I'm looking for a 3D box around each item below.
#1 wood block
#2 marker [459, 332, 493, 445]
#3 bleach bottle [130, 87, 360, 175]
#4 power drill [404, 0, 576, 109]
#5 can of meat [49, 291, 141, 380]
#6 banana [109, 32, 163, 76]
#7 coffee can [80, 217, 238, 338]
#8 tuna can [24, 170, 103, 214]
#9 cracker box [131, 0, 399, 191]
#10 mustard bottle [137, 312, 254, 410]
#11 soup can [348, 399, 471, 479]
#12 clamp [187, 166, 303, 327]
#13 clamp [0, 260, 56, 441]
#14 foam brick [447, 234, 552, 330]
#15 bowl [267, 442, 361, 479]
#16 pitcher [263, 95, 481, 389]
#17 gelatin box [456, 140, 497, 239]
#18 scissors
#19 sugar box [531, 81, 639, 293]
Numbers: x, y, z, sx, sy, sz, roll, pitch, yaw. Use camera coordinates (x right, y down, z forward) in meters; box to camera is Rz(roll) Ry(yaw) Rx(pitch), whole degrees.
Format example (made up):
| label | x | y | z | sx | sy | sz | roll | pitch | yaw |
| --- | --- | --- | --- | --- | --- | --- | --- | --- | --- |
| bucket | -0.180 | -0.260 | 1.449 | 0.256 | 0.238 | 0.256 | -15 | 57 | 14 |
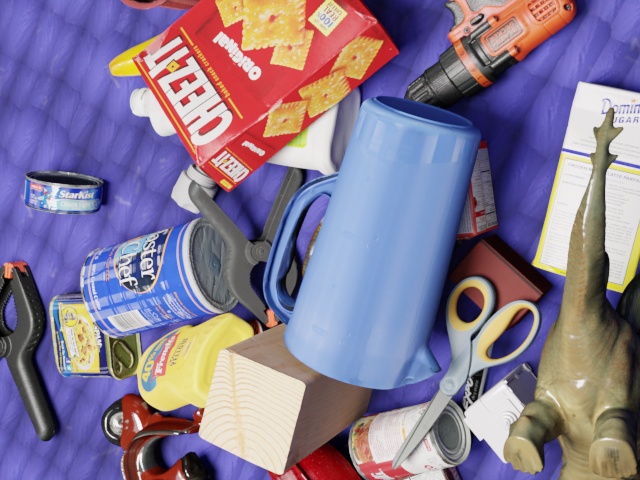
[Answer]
| label | x | y | z | sx | sy | sz | roll | pitch | yaw |
| --- | --- | --- | --- | --- | --- | --- | --- | --- | --- |
| wood block | -0.021 | 0.138 | 1.028 | 0.090 | 0.205 | 0.091 | 20 | 104 | 20 |
| marker | 0.151 | 0.151 | 1.055 | 0.020 | 0.020 | 0.121 | 15 | 102 | 22 |
| bleach bottle | -0.087 | -0.128 | 1.104 | 0.251 | 0.068 | 0.102 | 7 | 85 | 25 |
| power drill | 0.119 | -0.231 | 1.007 | 0.185 | 0.057 | 0.188 | -35 | 84 | 20 |
| can of meat | -0.256 | 0.106 | 1.214 | 0.084 | 0.057 | 0.102 | -4 | 94 | 27 |
| banana | -0.138 | -0.226 | 1.119 | 0.198 | 0.069 | 0.037 | -35 | 49 | 30 |
| coffee can | -0.169 | 0.041 | 1.141 | 0.140 | 0.102 | 0.103 | -15 | 90 | 25 |
| tuna can | -0.287 | -0.054 | 1.193 | 0.086 | 0.086 | 0.034 | 13 | 102 | 22 |
| cracker box | -0.058 | -0.179 | 1.029 | 0.214 | 0.072 | 0.164 | -38 | 59 | 7 |
| mustard bottle | -0.146 | 0.134 | 1.138 | 0.058 | 0.096 | 0.192 | 35 | 152 | -23 |
| soup can | 0.088 | 0.196 | 1.051 | 0.102 | 0.068 | 0.068 | -22 | 87 | 37 |
| clamp | -0.057 | 0.001 | 1.111 | 0.120 | 0.039 | 0.171 | -18 | 104 | -5 |
| clamp | -0.386 | 0.128 | 1.285 | 0.165 | 0.036 | 0.210 | 5 | 96 | 23 |
| foam brick | 0.172 | 0.039 | 1.015 | 0.078 | 0.052 | 0.051 | 43 | 111 | 15 |
| bowl | 0.006 | 0.257 | 1.085 | 0.055 | 0.162 | 0.162 | -33 | 79 | -19 |
| pitcher | 0.049 | -0.003 | 0.956 | 0.149 | 0.145 | 0.243 | 9 | 107 | -19 |
| gelatin box | 0.139 | -0.049 | 1.008 | 0.030 | 0.073 | 0.089 | -5 | 95 | 25 |
| scissors | 0.115 | 0.114 | 0.993 | 0.202 | 0.016 | 0.096 | -42 | 71 | 12 |
| sugar box | 0.261 | -0.049 | 0.969 | 0.093 | 0.048 | 0.176 | 17 | 99 | 22 |
